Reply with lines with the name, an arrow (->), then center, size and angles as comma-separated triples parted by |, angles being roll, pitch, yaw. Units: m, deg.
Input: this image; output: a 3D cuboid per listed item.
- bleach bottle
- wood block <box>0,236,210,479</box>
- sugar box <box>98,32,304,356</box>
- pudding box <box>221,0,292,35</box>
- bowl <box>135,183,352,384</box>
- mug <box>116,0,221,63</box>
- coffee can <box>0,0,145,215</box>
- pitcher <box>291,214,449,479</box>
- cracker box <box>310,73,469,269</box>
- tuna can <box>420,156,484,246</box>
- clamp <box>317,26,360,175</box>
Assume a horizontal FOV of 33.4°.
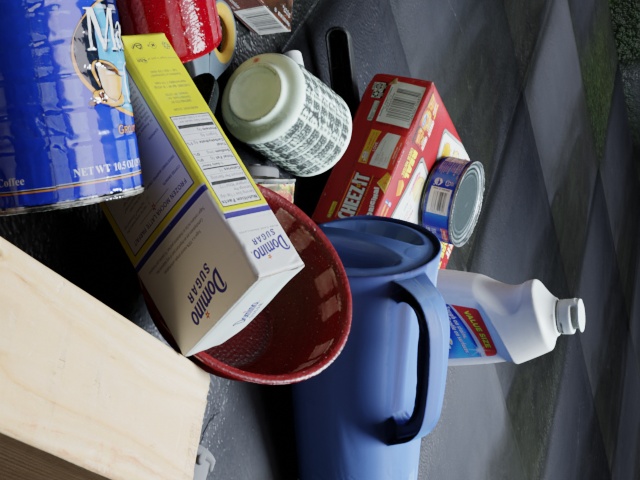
bleach bottle -> 0.111, 0.065, 0.976 | 0.068, 0.251, 0.102 | -46, 128, -58
wood block -> -0.155, 0.081, 0.587 | 0.206, 0.091, 0.090 | 46, 46, -54
sugar box -> -0.088, -0.029, 0.646 | 0.048, 0.093, 0.176 | -18, 70, -47
pudding box -> -0.062, -0.238, 0.897 | 0.113, 0.039, 0.090 | 38, 52, -58
bowl -> -0.060, 0.036, 0.726 | 0.162, 0.055, 0.162 | 19, 48, -23
mug -> -0.119, -0.159, 0.709 | 0.117, 0.093, 0.081 | -40, 128, -46
coffee can -> -0.158, -0.090, 0.590 | 0.102, 0.103, 0.140 | -24, 108, -64
pitcher -> 0.039, 0.111, 0.910 | 0.149, 0.145, 0.243 | -65, 156, -66
cracker box -> 0.081, -0.043, 1.071 | 0.164, 0.072, 0.213 | -67, 153, -15
tuna can -> 0.130, -0.039, 1.046 | 0.086, 0.034, 0.086 | -41, 139, -50
clamp -> 0.030, -0.100, 1.072 | 0.209, 0.036, 0.164 | 46, 54, -57
